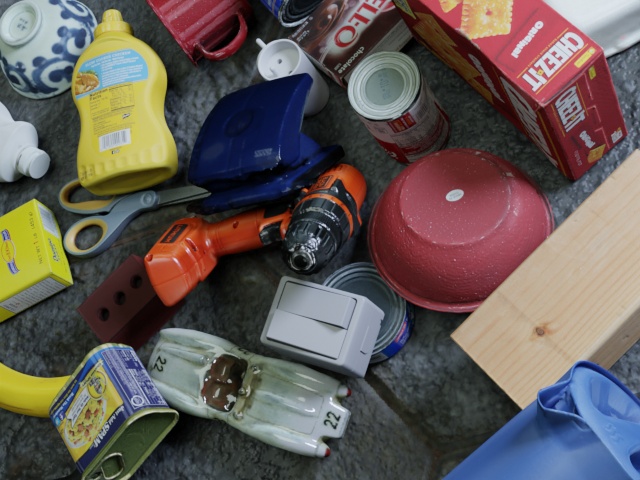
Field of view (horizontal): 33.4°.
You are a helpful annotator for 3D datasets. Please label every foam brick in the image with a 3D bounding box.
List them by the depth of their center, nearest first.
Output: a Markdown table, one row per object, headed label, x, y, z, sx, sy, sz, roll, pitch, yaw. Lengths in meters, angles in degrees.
| label | x | y | z | sx | sy | sz | roll | pitch | yaw |
| --- | --- | --- | --- | --- | --- | --- | --- | --- | --- |
| foam brick | -0.179 | 0.061 | 1.015 | 0.078 | 0.051 | 0.053 | -45 | 62 | 2 |

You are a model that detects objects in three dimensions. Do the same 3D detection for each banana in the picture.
| label | x | y | z | sx | sy | sz | roll | pitch | yaw |
| --- | --- | --- | --- | --- | --- | --- | --- | --- | --- |
| banana | -0.285 | 0.138 | 1.043 | 0.198 | 0.037 | 0.069 | 4 | 47 | 20 |

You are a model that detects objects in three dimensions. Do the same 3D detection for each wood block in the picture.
| label | x | y | z | sx | sy | sz | roll | pitch | yaw |
| --- | --- | --- | --- | --- | --- | --- | --- | --- | --- |
| wood block | 0.213 | 0.041 | 0.843 | 0.206 | 0.090 | 0.091 | -45 | 63 | 2 |

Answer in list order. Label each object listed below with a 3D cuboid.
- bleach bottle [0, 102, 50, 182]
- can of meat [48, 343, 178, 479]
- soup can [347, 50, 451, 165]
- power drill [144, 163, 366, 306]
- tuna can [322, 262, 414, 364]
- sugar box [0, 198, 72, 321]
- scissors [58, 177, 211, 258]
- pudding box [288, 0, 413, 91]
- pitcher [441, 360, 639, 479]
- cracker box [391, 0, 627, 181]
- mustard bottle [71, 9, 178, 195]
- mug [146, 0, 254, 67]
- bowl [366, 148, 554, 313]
| label | x | y | z | sx | sy | sz | roll | pitch | yaw |
| --- | --- | --- | --- | --- | --- | --- | --- | --- | --- |
| bleach bottle | -0.390 | -0.135 | 1.165 | 0.251 | 0.068 | 0.102 | 26 | 83 | 25 |
| can of meat | -0.185 | 0.153 | 0.938 | 0.102 | 0.057 | 0.084 | -50 | 58 | 19 |
| soup can | 0.071 | -0.116 | 0.948 | 0.069 | 0.102 | 0.068 | -7 | 70 | 19 |
| power drill | -0.056 | 0.001 | 0.933 | 0.188 | 0.184 | 0.057 | -16 | 106 | 20 |
| tuna can | 0.038 | 0.065 | 0.936 | 0.086 | 0.033 | 0.086 | -7 | 69 | 20 |
| sugar box | -0.345 | 0.039 | 1.092 | 0.176 | 0.048 | 0.093 | -27 | 61 | 9 |
| scissors | -0.180 | -0.022 | 1.065 | 0.202 | 0.016 | 0.096 | 7 | 76 | 24 |
| pudding box | 0.038 | -0.205 | 1.020 | 0.113 | 0.039 | 0.090 | -47 | 51 | 1 |
| pitcher | 0.148 | 0.213 | 0.772 | 0.243 | 0.144 | 0.149 | -43 | 74 | 23 |
| cracker box | 0.150 | -0.162 | 0.898 | 0.072 | 0.164 | 0.214 | -44 | 62 | 4 |
| mustard bottle | -0.201 | -0.145 | 1.069 | 0.096 | 0.058 | 0.191 | -14 | 70 | 13 |
| mug | -0.115 | -0.228 | 1.070 | 0.081 | 0.093 | 0.117 | -37 | 59 | 1 |
| bowl | 0.116 | -0.022 | 0.903 | 0.162 | 0.055 | 0.162 | -6 | 59 | 9 |
